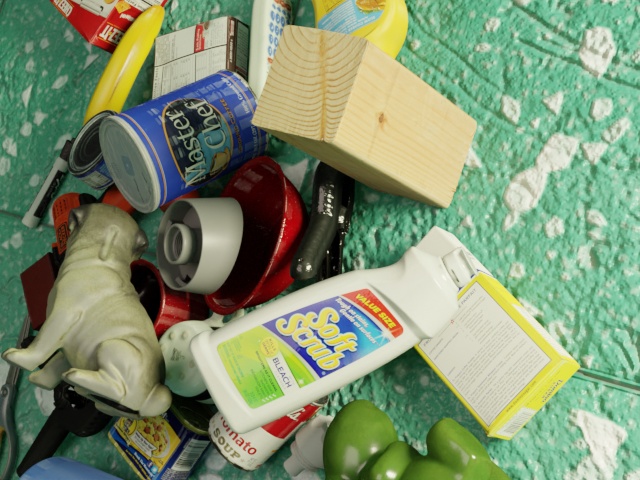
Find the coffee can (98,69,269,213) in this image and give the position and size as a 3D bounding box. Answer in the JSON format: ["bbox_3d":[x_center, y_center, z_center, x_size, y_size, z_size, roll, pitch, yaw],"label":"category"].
[{"bbox_3d":[-0.138,-0.102,1.084,0.103,0.140,0.103,39,145,35],"label":"coffee can"}]

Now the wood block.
[{"bbox_3d":[0.046,-0.104,0.940,0.090,0.205,0.091,17,86,35],"label":"wood block"}]

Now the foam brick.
[{"bbox_3d":[-0.301,0.063,1.221,0.051,0.052,0.078,-33,62,22],"label":"foam brick"}]

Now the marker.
[{"bbox_3d":[-0.326,-0.070,1.294,0.020,0.020,0.121,35,97,35],"label":"marker"}]

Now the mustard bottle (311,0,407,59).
[{"bbox_3d":[0.037,-0.228,1.070,0.096,0.058,0.191,-26,64,24],"label":"mustard bottle"}]

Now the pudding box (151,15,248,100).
[{"bbox_3d":[-0.135,-0.193,1.189,0.114,0.039,0.090,-10,72,33],"label":"pudding box"}]

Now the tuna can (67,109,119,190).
[{"bbox_3d":[-0.239,-0.100,1.171,0.086,0.033,0.086,-27,46,31],"label":"tuna can"}]

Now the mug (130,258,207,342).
[{"bbox_3d":[-0.179,0.081,1.116,0.093,0.081,0.117,42,101,34],"label":"mug"}]

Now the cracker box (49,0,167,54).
[{"bbox_3d":[-0.231,-0.349,1.275,0.214,0.072,0.164,-52,55,12],"label":"cracker box"}]

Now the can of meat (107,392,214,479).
[{"bbox_3d":[-0.159,0.194,1.088,0.102,0.057,0.084,42,103,34],"label":"can of meat"}]

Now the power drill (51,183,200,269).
[{"bbox_3d":[-0.218,-0.014,1.175,0.188,0.057,0.184,-35,54,20],"label":"power drill"}]

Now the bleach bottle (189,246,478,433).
[{"bbox_3d":[0.016,0.071,0.927,0.251,0.068,0.102,-30,83,12],"label":"bleach bottle"}]

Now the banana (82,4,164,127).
[{"bbox_3d":[-0.232,-0.183,1.224,0.037,0.069,0.198,25,96,-7],"label":"banana"}]

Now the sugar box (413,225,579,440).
[{"bbox_3d":[0.131,0.078,0.933,0.093,0.048,0.176,-49,53,14],"label":"sugar box"}]

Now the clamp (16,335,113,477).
[{"bbox_3d":[-0.274,0.180,1.164,0.210,0.036,0.164,-10,74,45],"label":"clamp"}]

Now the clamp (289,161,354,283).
[{"bbox_3d":[0.009,-0.009,1.021,0.039,0.120,0.171,9,59,12],"label":"clamp"}]

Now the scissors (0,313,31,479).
[{"bbox_3d":[-0.384,0.189,1.265,0.096,0.016,0.202,-8,72,32],"label":"scissors"}]

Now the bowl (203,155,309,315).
[{"bbox_3d":[-0.057,0.001,1.053,0.162,0.055,0.162,-35,46,46],"label":"bowl"}]

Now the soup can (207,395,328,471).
[{"bbox_3d":[-0.051,0.163,1.017,0.102,0.068,0.068,-45,57,16],"label":"soup can"}]
